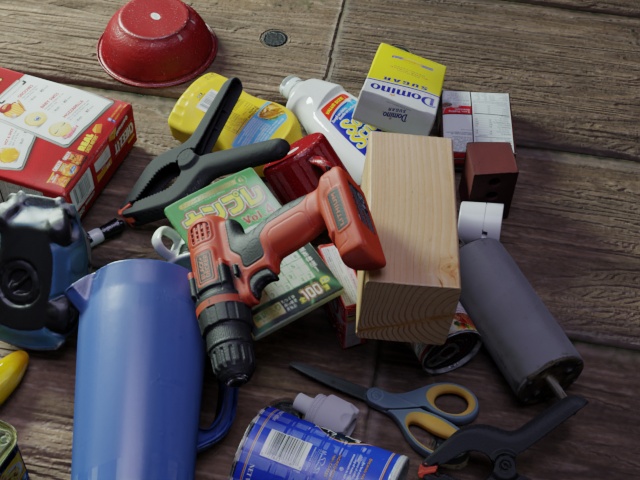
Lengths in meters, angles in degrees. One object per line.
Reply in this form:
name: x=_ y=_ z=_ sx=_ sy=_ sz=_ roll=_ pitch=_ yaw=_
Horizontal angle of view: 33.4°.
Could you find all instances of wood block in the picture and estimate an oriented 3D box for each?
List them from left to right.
wood block: x=0.087 y=-0.006 z=1.077 sx=0.091 sy=0.090 sz=0.206 roll=5 pitch=48 yaw=-2

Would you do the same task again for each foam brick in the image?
foam brick: x=0.193 y=-0.069 z=1.229 sx=0.053 sy=0.078 sz=0.051 roll=-2 pitch=49 yaw=-4

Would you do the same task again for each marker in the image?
marker: x=-0.274 y=0.007 z=1.194 sx=0.121 sy=0.020 sz=0.020 roll=-28 pitch=56 yaw=-23

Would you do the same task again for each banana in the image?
banana: x=-0.374 y=0.168 z=1.046 sx=0.197 sy=0.037 sz=0.070 roll=-22 pitch=55 yaw=-19

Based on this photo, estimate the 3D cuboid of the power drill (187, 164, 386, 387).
power drill: x=-0.036 y=0.027 z=0.994 sx=0.188 sy=0.057 sz=0.184 roll=-26 pitch=56 yaw=16

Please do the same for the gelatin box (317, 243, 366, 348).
gelatin box: x=0.022 y=0.057 z=1.123 sx=0.030 sy=0.073 sz=0.089 roll=-14 pitch=52 yaw=-13

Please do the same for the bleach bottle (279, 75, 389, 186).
bleach bottle: x=0.035 y=-0.122 z=1.281 sx=0.102 sy=0.068 sz=0.251 roll=-31 pitch=55 yaw=-29

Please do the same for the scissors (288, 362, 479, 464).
scissors: x=0.074 y=0.152 z=1.083 sx=0.202 sy=0.016 sz=0.096 roll=34 pitch=56 yaw=24

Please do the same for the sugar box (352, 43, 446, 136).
sugar box: x=0.099 y=-0.181 z=1.295 sx=0.093 sy=0.048 sz=0.176 roll=19 pitch=28 yaw=0

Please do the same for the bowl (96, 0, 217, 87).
bowl: x=-0.218 y=-0.274 z=1.407 sx=0.162 sy=0.055 sz=0.162 roll=1 pitch=50 yaw=-1

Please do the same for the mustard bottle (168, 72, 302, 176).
mustard bottle: x=-0.082 y=-0.128 z=1.285 sx=0.192 sy=0.058 sz=0.096 roll=27 pitch=62 yaw=20

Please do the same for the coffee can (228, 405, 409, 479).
coffee can: x=-0.002 y=0.221 z=0.967 sx=0.140 sy=0.103 sz=0.102 roll=18 pitch=52 yaw=14

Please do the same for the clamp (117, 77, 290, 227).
clamp: x=-0.143 y=-0.094 z=1.219 sx=0.210 sy=0.036 sz=0.165 roll=-33 pitch=43 yaw=7

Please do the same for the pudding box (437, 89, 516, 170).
pudding box: x=0.190 y=-0.134 z=1.310 sx=0.090 sy=0.039 sz=0.113 roll=3 pitch=52 yaw=1

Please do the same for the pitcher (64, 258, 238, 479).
pitcher: x=-0.163 y=0.151 z=1.017 sx=0.149 sy=0.145 sz=0.243 roll=-8 pitch=54 yaw=7

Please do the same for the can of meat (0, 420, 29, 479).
can of meat: x=-0.313 y=0.224 z=0.970 sx=0.057 sy=0.084 sz=0.102 roll=19 pitch=52 yaw=14

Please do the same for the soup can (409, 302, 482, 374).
soup can: x=0.115 y=0.079 z=1.111 sx=0.068 sy=0.068 sz=0.102 roll=-17 pitch=52 yaw=-15

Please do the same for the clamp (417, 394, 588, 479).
clamp: x=0.179 y=0.202 z=1.006 sx=0.171 sy=0.039 sz=0.120 roll=4 pitch=73 yaw=5

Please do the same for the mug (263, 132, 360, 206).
mug: x=-0.006 y=-0.067 z=1.184 sx=0.093 sy=0.081 sz=0.117 roll=-38 pitch=16 yaw=-17

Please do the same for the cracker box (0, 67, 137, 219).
cracker box: x=-0.349 y=-0.114 z=1.260 sx=0.214 sy=0.072 sz=0.164 roll=16 pitch=51 yaw=13
